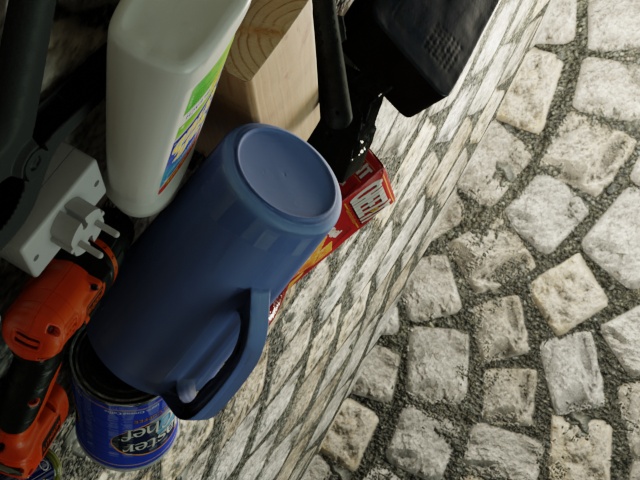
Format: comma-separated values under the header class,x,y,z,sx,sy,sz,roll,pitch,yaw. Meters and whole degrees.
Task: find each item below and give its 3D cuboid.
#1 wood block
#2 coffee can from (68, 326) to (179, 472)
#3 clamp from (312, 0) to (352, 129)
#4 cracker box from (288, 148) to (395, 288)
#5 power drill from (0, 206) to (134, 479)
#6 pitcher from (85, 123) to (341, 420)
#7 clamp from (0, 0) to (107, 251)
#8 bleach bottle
class,x,y,z,sx,sy,sz,roll,pitch,yaw
wood block,-0.063,-0.134,0.888,0.090,0.091,0.206,-57,168,-16
coffee can,-0.183,0.144,1.013,0.102,0.103,0.140,-52,165,-34
clamp,0.006,-0.184,0.973,0.120,0.039,0.171,-107,-175,-67
cracker box,-0.016,-0.019,1.252,0.213,0.072,0.164,-40,167,0
power drill,-0.209,0.078,0.834,0.184,0.057,0.188,-66,180,-61
pitcher,-0.085,0.026,0.877,0.243,0.149,0.144,-47,-175,40
clamp,-0.188,-0.060,0.676,0.210,0.036,0.164,-63,169,5
bleach bottle,-0.111,-0.090,0.750,0.102,0.068,0.251,-61,180,-28
